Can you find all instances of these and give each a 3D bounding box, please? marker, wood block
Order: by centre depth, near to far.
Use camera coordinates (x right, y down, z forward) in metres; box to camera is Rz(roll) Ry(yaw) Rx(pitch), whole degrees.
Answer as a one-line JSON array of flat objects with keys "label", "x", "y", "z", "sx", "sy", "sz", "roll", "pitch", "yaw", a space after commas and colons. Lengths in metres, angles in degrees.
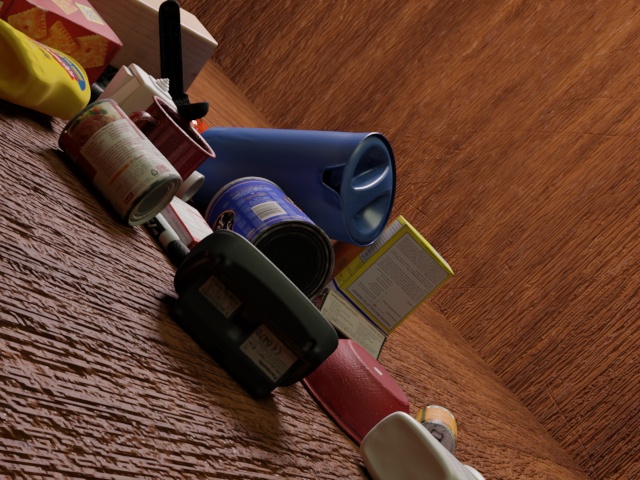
[{"label": "marker", "x": -0.159, "y": -0.018, "z": 1.034, "sx": 0.121, "sy": 0.020, "sz": 0.020, "roll": 49, "pitch": 7, "yaw": 27}, {"label": "wood block", "x": -0.242, "y": -0.268, "z": 1.316, "sx": 0.205, "sy": 0.090, "sz": 0.091, "roll": 23, "pitch": 21, "yaw": -43}]

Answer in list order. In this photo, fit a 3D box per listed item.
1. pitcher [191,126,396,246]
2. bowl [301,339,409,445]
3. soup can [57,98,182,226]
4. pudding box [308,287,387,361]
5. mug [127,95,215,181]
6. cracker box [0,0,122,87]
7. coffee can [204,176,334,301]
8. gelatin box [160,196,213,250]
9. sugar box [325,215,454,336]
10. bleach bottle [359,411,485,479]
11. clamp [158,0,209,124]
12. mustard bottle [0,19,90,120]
[{"label": "pitcher", "x": -0.034, "y": -0.072, "z": 1.299, "sx": 0.243, "sy": 0.144, "sz": 0.149, "roll": 10, "pitch": -46, "yaw": 30}, {"label": "bowl", "x": 0.042, "y": 0.155, "z": 1.107, "sx": 0.162, "sy": 0.055, "sz": 0.162, "roll": 45, "pitch": 5, "yaw": -6}, {"label": "soup can", "x": -0.184, "y": -0.072, "z": 0.988, "sx": 0.102, "sy": 0.068, "sz": 0.068, "roll": 48, "pitch": 6, "yaw": 11}, {"label": "pudding box", "x": 0.006, "y": 0.091, "z": 1.177, "sx": 0.090, "sy": 0.039, "sz": 0.113, "roll": 3, "pitch": -28, "yaw": 47}, {"label": "mug", "x": -0.178, "y": -0.098, "z": 1.136, "sx": 0.093, "sy": 0.081, "sz": 0.117, "roll": 49, "pitch": 7, "yaw": 28}, {"label": "cracker box", "x": -0.330, "y": -0.261, "z": 1.109, "sx": 0.164, "sy": 0.072, "sz": 0.213, "roll": 49, "pitch": 15, "yaw": 29}, {"label": "coffee can", "x": -0.058, "y": 0.001, "z": 1.148, "sx": 0.102, "sy": 0.103, "sz": 0.140, "roll": 42, "pitch": 1, "yaw": -31}, {"label": "gelatin box", "x": -0.136, "y": -0.008, "z": 1.079, "sx": 0.089, "sy": 0.030, "sz": 0.073, "roll": 51, "pitch": 9, "yaw": 33}, {"label": "sugar box", "x": 0.066, "y": 0.064, "z": 1.289, "sx": 0.093, "sy": 0.176, "sz": 0.048, "roll": 45, "pitch": 8, "yaw": -17}, {"label": "bleach bottle", "x": 0.131, "y": 0.251, "z": 1.057, "sx": 0.103, "sy": 0.068, "sz": 0.250, "roll": 51, "pitch": 6, "yaw": 38}, {"label": "clamp", "x": -0.171, "y": -0.155, "z": 1.272, "sx": 0.210, "sy": 0.036, "sz": 0.164, "roll": 107, "pitch": -30, "yaw": -50}, {"label": "mustard bottle", "x": -0.270, "y": -0.158, "z": 1.018, "sx": 0.096, "sy": 0.058, "sz": 0.191, "roll": 42, "pitch": 5, "yaw": 10}]
